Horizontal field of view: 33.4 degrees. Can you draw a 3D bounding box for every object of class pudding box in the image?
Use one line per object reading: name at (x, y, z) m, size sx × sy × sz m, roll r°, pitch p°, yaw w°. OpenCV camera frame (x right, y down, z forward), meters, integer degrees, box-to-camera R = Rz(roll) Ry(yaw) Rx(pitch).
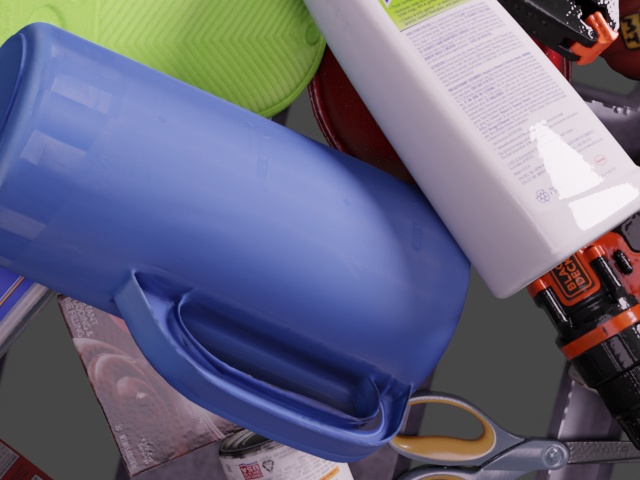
pudding box at (-0.087, 0.065, 0.613) m, size 0.090 × 0.039 × 0.113 m, roll -22°, pitch 95°, yaw -4°

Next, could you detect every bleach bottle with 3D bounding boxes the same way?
bleach bottle at (0.059, -0.099, 0.543) m, size 0.102 × 0.068 × 0.251 m, roll -27°, pitch 79°, yaw -35°

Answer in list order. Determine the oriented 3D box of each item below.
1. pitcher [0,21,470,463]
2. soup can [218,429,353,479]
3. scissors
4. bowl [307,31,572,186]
pitcher at (-0.053, 0.001, 0.519) m, size 0.242 × 0.149 × 0.145 m, roll 24°, pitch 88°, yaw -29°
soup can at (-0.010, 0.153, 0.611) m, size 0.068 × 0.068 × 0.102 m, roll -21°, pitch 94°, yaw -4°
scissors at (0.128, 0.147, 0.650) m, size 0.201 × 0.016 × 0.096 m, roll 16°, pitch 93°, yaw -6°
bowl at (0.074, -0.099, 0.613) m, size 0.162 × 0.055 × 0.162 m, roll 0°, pitch 93°, yaw -5°
